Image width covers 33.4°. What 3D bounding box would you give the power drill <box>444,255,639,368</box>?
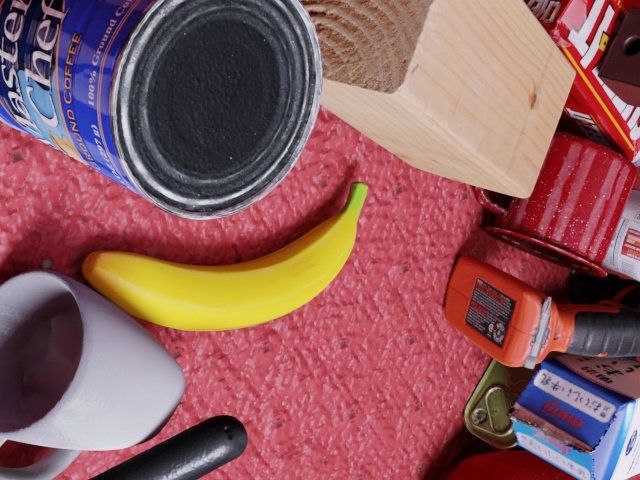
[{"bbox_3d":[0.190,0.053,0.789,0.187,0.185,0.057,7,102,-24],"label":"power drill"}]

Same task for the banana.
[{"bbox_3d":[-0.048,0.018,0.625,0.197,0.037,0.069,-18,101,-38],"label":"banana"}]

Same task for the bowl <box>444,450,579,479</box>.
[{"bbox_3d":[0.156,0.203,0.841,0.161,0.162,0.055,30,52,-46],"label":"bowl"}]

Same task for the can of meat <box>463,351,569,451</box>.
[{"bbox_3d":[0.174,0.127,0.864,0.083,0.058,0.102,35,84,-48],"label":"can of meat"}]

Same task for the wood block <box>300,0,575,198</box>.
[{"bbox_3d":[0.062,-0.098,0.593,0.205,0.090,0.091,24,86,-60],"label":"wood block"}]

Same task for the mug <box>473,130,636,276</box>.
[{"bbox_3d":[0.166,-0.033,0.769,0.117,0.093,0.081,23,88,-10],"label":"mug"}]

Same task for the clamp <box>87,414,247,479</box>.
[{"bbox_3d":[-0.143,0.154,0.563,0.209,0.036,0.165,-3,141,-37],"label":"clamp"}]

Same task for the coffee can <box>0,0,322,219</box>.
[{"bbox_3d":[-0.082,-0.079,0.469,0.102,0.141,0.103,-19,121,-36],"label":"coffee can"}]
